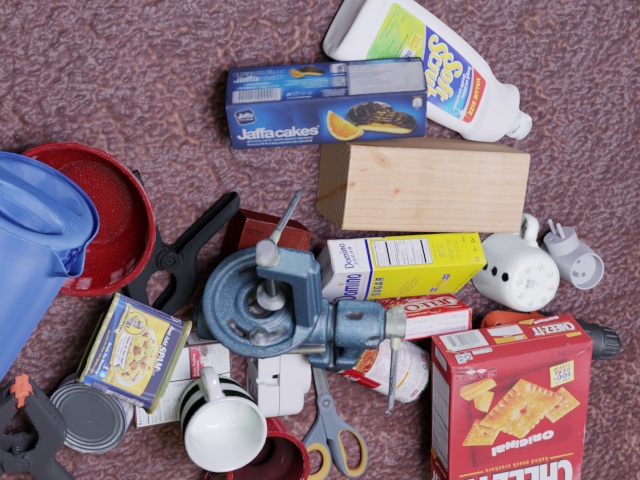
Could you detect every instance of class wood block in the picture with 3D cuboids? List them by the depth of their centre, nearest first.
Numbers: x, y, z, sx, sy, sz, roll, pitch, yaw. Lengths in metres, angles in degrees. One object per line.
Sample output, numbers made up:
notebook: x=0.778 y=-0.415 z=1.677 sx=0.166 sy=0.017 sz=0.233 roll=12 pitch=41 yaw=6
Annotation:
wood block: x=0.109 y=-0.062 z=1.152 sx=0.205 sy=0.091 sz=0.090 roll=1 pitch=105 yaw=-19

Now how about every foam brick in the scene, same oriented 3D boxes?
foam brick: x=-0.057 y=0.001 z=1.136 sx=0.078 sy=0.051 sz=0.053 roll=13 pitch=100 yaw=-22

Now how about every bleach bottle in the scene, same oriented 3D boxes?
bleach bottle: x=0.130 y=-0.182 z=1.140 sx=0.250 sy=0.068 sz=0.102 roll=26 pitch=99 yaw=-25

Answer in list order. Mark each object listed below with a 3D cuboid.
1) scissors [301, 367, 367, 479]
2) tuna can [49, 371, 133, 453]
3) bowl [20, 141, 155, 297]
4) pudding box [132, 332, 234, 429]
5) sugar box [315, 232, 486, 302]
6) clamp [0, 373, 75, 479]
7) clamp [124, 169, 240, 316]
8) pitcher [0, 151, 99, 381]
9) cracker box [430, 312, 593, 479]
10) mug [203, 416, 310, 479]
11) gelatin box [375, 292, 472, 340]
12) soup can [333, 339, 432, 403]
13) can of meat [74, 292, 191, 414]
scissors: x=-0.009 y=0.201 z=1.230 sx=0.096 sy=0.016 sz=0.201 roll=-30 pitch=112 yaw=-8
tuna can: x=-0.240 y=0.178 z=1.117 sx=0.086 sy=0.033 sz=0.086 roll=3 pitch=115 yaw=7
bowl: x=-0.235 y=-0.028 z=1.047 sx=0.162 sy=0.055 sz=0.162 roll=2 pitch=114 yaw=5
pudding box: x=-0.152 y=0.149 z=1.154 sx=0.113 sy=0.039 sz=0.090 roll=-6 pitch=109 yaw=-15
sugar box: x=0.082 y=0.030 z=1.167 sx=0.176 sy=0.093 sz=0.048 roll=-6 pitch=68 yaw=-18
clamp: x=-0.300 y=0.221 z=1.092 sx=0.164 sy=0.036 sz=0.210 roll=6 pitch=127 yaw=-23
clamp: x=-0.167 y=0.009 z=1.108 sx=0.120 sy=0.039 sz=0.171 roll=22 pitch=98 yaw=-18
pitcher: x=-0.321 y=0.039 z=0.995 sx=0.144 sy=0.149 sz=0.243 roll=24 pitch=118 yaw=-21
cracker box: x=0.211 y=0.198 z=1.195 sx=0.164 sy=0.072 sz=0.214 roll=-8 pitch=118 yaw=-10
mug: x=-0.077 y=0.244 z=1.183 sx=0.117 sy=0.082 sz=0.093 roll=-34 pitch=113 yaw=-7
gelatin box: x=0.116 y=0.082 z=1.205 sx=0.089 sy=0.073 sz=0.030 roll=-7 pitch=108 yaw=-17
soup can: x=0.068 y=0.136 z=1.208 sx=0.102 sy=0.069 sz=0.068 roll=27 pitch=96 yaw=-24
can of meat: x=-0.190 y=0.113 z=1.077 sx=0.084 sy=0.058 sz=0.102 roll=25 pitch=74 yaw=-15
